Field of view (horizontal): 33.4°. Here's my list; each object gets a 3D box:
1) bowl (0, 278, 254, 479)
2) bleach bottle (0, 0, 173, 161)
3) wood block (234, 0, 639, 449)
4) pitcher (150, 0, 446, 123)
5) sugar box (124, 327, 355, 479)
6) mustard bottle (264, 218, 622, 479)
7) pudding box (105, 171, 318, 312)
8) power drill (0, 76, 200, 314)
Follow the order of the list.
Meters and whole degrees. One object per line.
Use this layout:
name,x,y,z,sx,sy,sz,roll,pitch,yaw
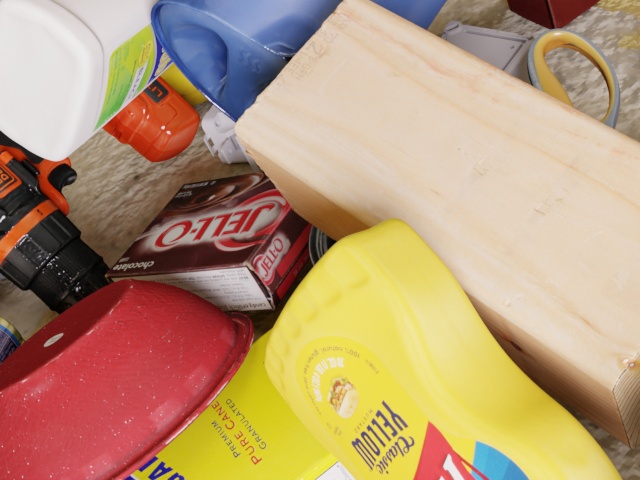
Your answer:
bowl,-0.113,0.068,0.525,0.162,0.055,0.162,-33,14,9
bleach bottle,-0.106,-0.152,0.680,0.068,0.103,0.250,33,44,6
wood block,0.073,-0.013,0.468,0.206,0.090,0.090,36,82,31
pitcher,0.018,-0.174,0.632,0.149,0.145,0.242,32,75,18
sugar box,-0.039,0.107,0.490,0.176,0.048,0.093,-36,38,-12
mustard bottle,0.059,0.089,0.394,0.058,0.096,0.192,-21,63,-41
pudding box,-0.054,0.001,0.610,0.114,0.039,0.090,-8,33,39
power drill,-0.156,-0.047,0.679,0.057,0.184,0.187,-43,5,41
